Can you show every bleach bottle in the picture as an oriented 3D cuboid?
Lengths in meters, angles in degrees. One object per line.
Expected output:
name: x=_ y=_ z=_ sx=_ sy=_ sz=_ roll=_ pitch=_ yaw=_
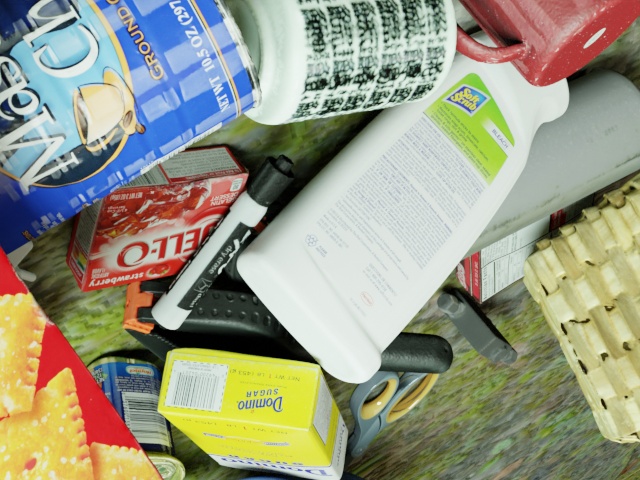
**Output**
bleach bottle: x=0.071 y=-0.039 z=0.628 sx=0.250 sy=0.102 sz=0.068 roll=-44 pitch=-171 yaw=-17

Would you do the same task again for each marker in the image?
marker: x=-0.054 y=0.001 z=0.596 sx=0.020 sy=0.020 sz=0.121 roll=15 pitch=120 yaw=-51

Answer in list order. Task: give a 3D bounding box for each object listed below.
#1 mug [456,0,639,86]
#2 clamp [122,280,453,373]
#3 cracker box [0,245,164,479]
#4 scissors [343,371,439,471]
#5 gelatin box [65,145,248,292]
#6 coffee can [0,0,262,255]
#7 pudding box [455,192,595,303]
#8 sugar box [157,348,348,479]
mug: x=0.112 y=-0.132 z=0.564 sx=0.117 sy=0.081 sz=0.093 roll=-30 pitch=165 yaw=-24
clamp: x=-0.042 y=0.074 z=0.700 sx=0.209 sy=0.036 sz=0.165 roll=19 pitch=147 yaw=-30
cracker box: x=-0.168 y=0.043 z=0.405 sx=0.072 sy=0.164 sz=0.213 roll=-53 pitch=134 yaw=-35
scissors: x=0.026 y=0.175 z=0.945 sx=0.202 sy=0.016 sz=0.096 roll=-47 pitch=144 yaw=15
gelatin box: x=-0.090 y=-0.012 z=0.592 sx=0.089 sy=0.030 sz=0.073 roll=-10 pitch=138 yaw=-36
coffee can: x=-0.110 y=-0.065 z=0.442 sx=0.140 sy=0.103 sz=0.103 roll=-32 pitch=147 yaw=-9
pudding box: x=0.156 y=-0.012 z=0.820 sx=0.113 sy=0.039 sz=0.090 roll=-28 pitch=148 yaw=-11
sugar box: x=-0.037 y=0.117 z=0.689 sx=0.093 sy=0.048 sz=0.176 roll=6 pitch=157 yaw=11
